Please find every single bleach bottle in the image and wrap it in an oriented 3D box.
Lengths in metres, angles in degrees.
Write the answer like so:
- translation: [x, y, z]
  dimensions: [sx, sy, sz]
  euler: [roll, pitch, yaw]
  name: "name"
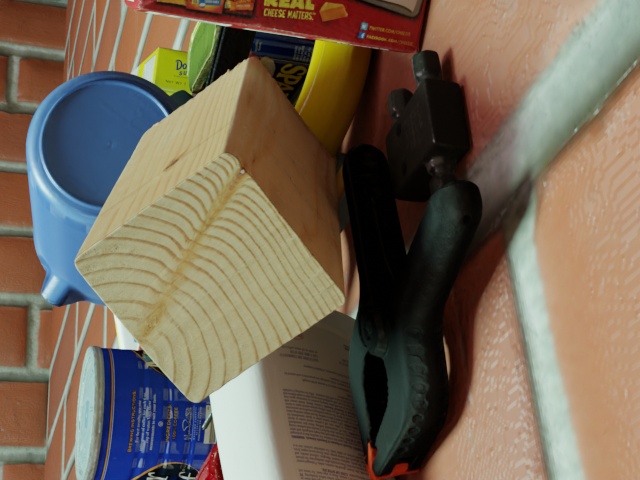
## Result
- translation: [-0.005, 0.146, 0.552]
  dimensions: [0.068, 0.102, 0.251]
  euler: [-52, 35, 36]
  name: "bleach bottle"

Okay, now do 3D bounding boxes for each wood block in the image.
- translation: [-0.049, -0.018, 0.563]
  dimensions: [0.091, 0.090, 0.206]
  euler: [-34, 17, 12]
  name: "wood block"

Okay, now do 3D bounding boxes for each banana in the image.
- translation: [-0.009, -0.088, 0.683]
  dimensions: [0.198, 0.070, 0.037]
  euler: [-60, -21, 10]
  name: "banana"

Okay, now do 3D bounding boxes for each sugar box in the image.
- translation: [-0.129, -0.147, 1.026]
  dimensions: [0.176, 0.093, 0.048]
  euler: [-169, 87, -71]
  name: "sugar box"

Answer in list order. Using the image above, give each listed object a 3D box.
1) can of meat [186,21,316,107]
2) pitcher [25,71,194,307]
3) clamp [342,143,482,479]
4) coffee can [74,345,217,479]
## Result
- translation: [-0.049, -0.142, 0.798]
  dimensions: [0.102, 0.083, 0.057]
  euler: [140, 133, -64]
  name: "can of meat"
- translation: [-0.150, -0.043, 0.803]
  dimensions: [0.243, 0.145, 0.149]
  euler: [129, 135, -73]
  name: "pitcher"
- translation: [0.036, 0.034, 0.541]
  dimensions: [0.120, 0.039, 0.171]
  euler: [-124, 39, -63]
  name: "clamp"
- translation: [-0.109, 0.135, 0.808]
  dimensions: [0.103, 0.140, 0.103]
  euler: [-175, 90, -72]
  name: "coffee can"
